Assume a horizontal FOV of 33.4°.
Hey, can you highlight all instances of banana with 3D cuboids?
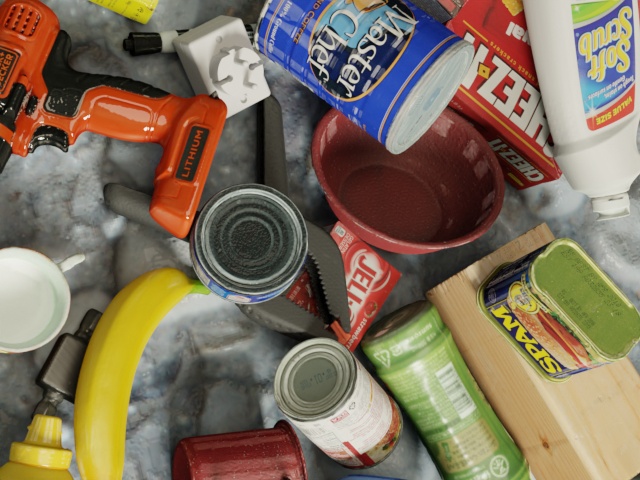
[{"bbox_3d":[-0.135,0.088,0.762,0.069,0.037,0.197,34,56,-16],"label":"banana"}]

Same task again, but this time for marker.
[{"bbox_3d":[-0.098,-0.159,0.847,0.120,0.020,0.020,-10,87,-25],"label":"marker"}]

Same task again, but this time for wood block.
[{"bbox_3d":[0.187,0.102,0.883,0.090,0.091,0.206,-28,85,-24],"label":"wood block"}]

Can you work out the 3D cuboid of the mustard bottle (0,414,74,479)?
[{"bbox_3d":[-0.200,0.212,0.709,0.058,0.096,0.191,14,78,-23],"label":"mustard bottle"}]

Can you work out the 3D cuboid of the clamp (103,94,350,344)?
[{"bbox_3d":[-0.055,0.001,0.819,0.164,0.036,0.210,-27,80,-22],"label":"clamp"}]

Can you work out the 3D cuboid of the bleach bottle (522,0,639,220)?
[{"bbox_3d":[0.230,-0.144,0.894,0.102,0.068,0.251,-12,93,-25],"label":"bleach bottle"}]

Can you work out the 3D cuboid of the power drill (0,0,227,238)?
[{"bbox_3d":[-0.172,-0.067,0.761,0.187,0.057,0.184,20,73,-8],"label":"power drill"}]

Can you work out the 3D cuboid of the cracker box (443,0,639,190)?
[{"bbox_3d":[0.183,-0.179,0.949,0.164,0.072,0.213,36,71,-16],"label":"cracker box"}]

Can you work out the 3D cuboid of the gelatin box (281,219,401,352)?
[{"bbox_3d":[0.014,0.040,0.866,0.073,0.030,0.089,40,69,-14],"label":"gelatin box"}]

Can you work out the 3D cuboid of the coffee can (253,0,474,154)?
[{"bbox_3d":[0.034,-0.149,0.832,0.140,0.103,0.102,38,67,13],"label":"coffee can"}]

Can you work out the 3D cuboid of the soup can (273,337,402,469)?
[{"bbox_3d":[0.014,0.125,0.808,0.068,0.069,0.102,-62,145,-18],"label":"soup can"}]

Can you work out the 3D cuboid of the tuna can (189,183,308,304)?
[{"bbox_3d":[-0.052,0.002,0.780,0.086,0.034,0.086,2,77,-10],"label":"tuna can"}]

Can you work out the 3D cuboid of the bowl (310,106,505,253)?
[{"bbox_3d":[0.064,-0.045,0.866,0.162,0.055,0.162,9,52,-11],"label":"bowl"}]

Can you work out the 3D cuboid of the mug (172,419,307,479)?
[{"bbox_3d":[-0.057,0.180,0.771,0.081,0.117,0.093,-2,85,-20],"label":"mug"}]

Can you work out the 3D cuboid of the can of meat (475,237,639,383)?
[{"bbox_3d":[0.179,0.053,0.798,0.102,0.084,0.057,47,65,-1],"label":"can of meat"}]
